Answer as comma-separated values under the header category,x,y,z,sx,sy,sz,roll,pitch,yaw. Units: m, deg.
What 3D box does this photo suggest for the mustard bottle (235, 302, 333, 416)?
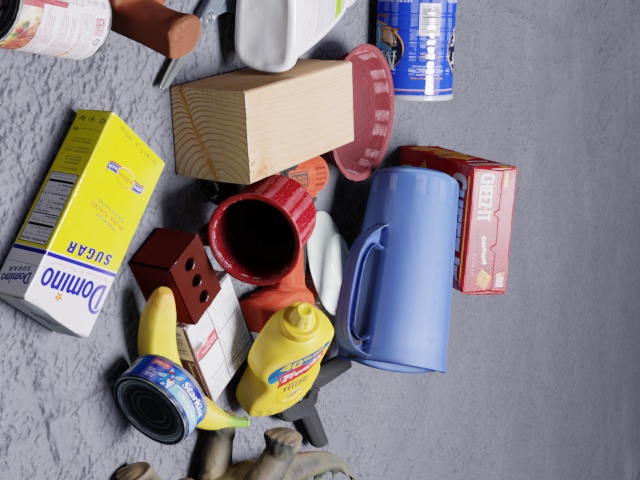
category,x,y,z,sx,sy,sz,roll,pitch,yaw
mustard bottle,-0.033,0.118,1.134,0.096,0.058,0.192,-25,156,-25

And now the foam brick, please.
category,x,y,z,sx,sy,sz,roll,pitch,yaw
foam brick,-0.138,0.035,1.025,0.053,0.051,0.078,-57,143,-36

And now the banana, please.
category,x,y,z,sx,sy,sz,roll,pitch,yaw
banana,-0.138,0.126,1.044,0.069,0.037,0.197,-28,127,-3

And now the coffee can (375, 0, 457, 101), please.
category,x,y,z,sx,sy,sz,roll,pitch,yaw
coffee can,0.121,-0.252,1.361,0.102,0.103,0.140,-20,114,-58

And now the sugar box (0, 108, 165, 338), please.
category,x,y,z,sx,sy,sz,roll,pitch,yaw
sugar box,-0.201,-0.014,0.906,0.093,0.048,0.176,48,55,-55

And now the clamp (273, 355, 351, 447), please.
category,x,y,z,sx,sy,sz,roll,pitch,yaw
clamp,-0.015,0.177,1.301,0.171,0.039,0.120,46,56,-55

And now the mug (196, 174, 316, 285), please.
category,x,y,z,sx,sy,sz,roll,pitch,yaw
mug,-0.063,-0.013,1.037,0.081,0.117,0.093,-54,132,-63

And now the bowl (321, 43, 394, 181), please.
category,x,y,z,sx,sy,sz,roll,pitch,yaw
bowl,0.029,-0.154,1.272,0.161,0.055,0.162,-25,119,-57

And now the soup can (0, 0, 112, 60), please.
category,x,y,z,sx,sy,sz,roll,pitch,yaw
soup can,-0.216,-0.175,0.810,0.102,0.069,0.068,-4,101,-61

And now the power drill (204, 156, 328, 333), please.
category,x,y,z,sx,sy,sz,roll,pitch,yaw
power drill,-0.058,0.001,1.156,0.184,0.057,0.188,-14,111,-51

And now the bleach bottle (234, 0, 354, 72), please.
category,x,y,z,sx,sy,sz,roll,pitch,yaw
bleach bottle,-0.010,-0.260,1.152,0.250,0.068,0.103,-45,144,-59

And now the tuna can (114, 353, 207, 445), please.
category,x,y,z,sx,sy,sz,roll,pitch,yaw
tuna can,-0.151,0.150,1.000,0.033,0.086,0.086,-48,137,-43

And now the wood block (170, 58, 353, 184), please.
category,x,y,z,sx,sy,sz,roll,pitch,yaw
wood block,-0.054,-0.128,1.095,0.205,0.090,0.091,-29,122,-55

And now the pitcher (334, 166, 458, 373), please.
category,x,y,z,sx,sy,sz,roll,pitch,yaw
pitcher,0.095,0.036,1.287,0.149,0.145,0.243,112,-14,-82

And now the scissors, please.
category,x,y,z,sx,sy,sz,roll,pitch,yaw
scissors,-0.102,-0.218,1.059,0.096,0.016,0.201,41,62,-57

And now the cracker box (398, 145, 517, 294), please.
category,x,y,z,sx,sy,sz,roll,pitch,yaw
cracker box,0.171,-0.033,1.414,0.072,0.214,0.164,-2,103,-20

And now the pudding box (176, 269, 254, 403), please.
category,x,y,z,sx,sy,sz,roll,pitch,yaw
pudding box,-0.116,0.098,1.099,0.090,0.039,0.113,-55,144,-40
